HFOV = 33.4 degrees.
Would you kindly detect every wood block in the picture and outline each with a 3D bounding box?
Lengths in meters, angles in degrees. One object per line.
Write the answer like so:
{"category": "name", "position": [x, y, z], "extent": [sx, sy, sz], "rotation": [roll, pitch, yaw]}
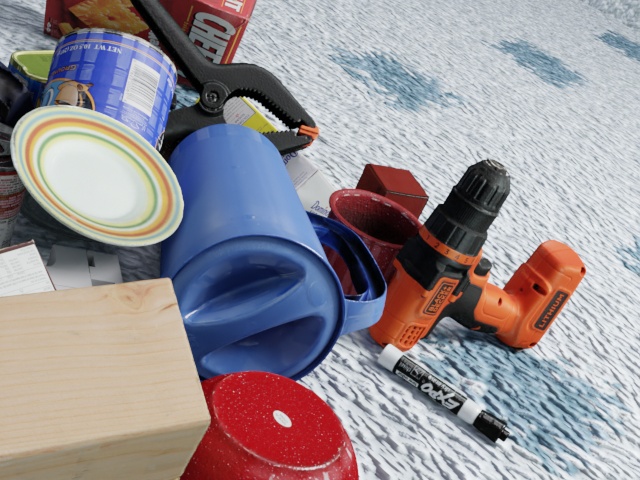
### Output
{"category": "wood block", "position": [-0.175, 0.089, 0.558], "extent": [0.205, 0.090, 0.091], "rotation": [-6, 59, -25]}

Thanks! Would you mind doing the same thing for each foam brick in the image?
{"category": "foam brick", "position": [0.061, -0.027, 1.045], "extent": [0.051, 0.078, 0.053], "rotation": [8, 33, -30]}

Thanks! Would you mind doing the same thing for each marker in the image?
{"category": "marker", "position": [0.100, 0.125, 0.865], "extent": [0.121, 0.020, 0.020], "rotation": [33, 28, 18]}

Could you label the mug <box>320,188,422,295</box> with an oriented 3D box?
{"category": "mug", "position": [0.047, 0.015, 0.952], "extent": [0.117, 0.082, 0.093], "rotation": [12, 29, -22]}

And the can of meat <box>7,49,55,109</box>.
{"category": "can of meat", "position": [-0.243, -0.124, 0.967], "extent": [0.057, 0.084, 0.101], "rotation": [38, 30, 25]}

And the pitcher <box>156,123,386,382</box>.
{"category": "pitcher", "position": [-0.056, 0.001, 0.847], "extent": [0.149, 0.145, 0.243], "rotation": [47, 12, -28]}

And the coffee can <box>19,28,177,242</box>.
{"category": "coffee can", "position": [-0.178, -0.082, 0.854], "extent": [0.102, 0.103, 0.140], "rotation": [16, 65, -16]}

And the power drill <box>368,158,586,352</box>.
{"category": "power drill", "position": [0.147, 0.023, 0.927], "extent": [0.187, 0.185, 0.057], "rotation": [13, 28, -40]}

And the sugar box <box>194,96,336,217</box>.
{"category": "sugar box", "position": [-0.047, -0.081, 1.052], "extent": [0.176, 0.048, 0.093], "rotation": [49, 1, 37]}

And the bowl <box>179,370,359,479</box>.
{"category": "bowl", "position": [-0.036, 0.135, 0.696], "extent": [0.162, 0.055, 0.162], "rotation": [19, 27, -11]}

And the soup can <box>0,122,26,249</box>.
{"category": "soup can", "position": [-0.250, -0.028, 0.766], "extent": [0.068, 0.102, 0.068], "rotation": [19, 27, -10]}

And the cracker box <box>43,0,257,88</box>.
{"category": "cracker box", "position": [-0.188, -0.254, 1.162], "extent": [0.213, 0.164, 0.072], "rotation": [19, 63, -10]}

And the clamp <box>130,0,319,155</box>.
{"category": "clamp", "position": [-0.102, -0.134, 0.960], "extent": [0.210, 0.164, 0.036], "rotation": [11, -10, -9]}
